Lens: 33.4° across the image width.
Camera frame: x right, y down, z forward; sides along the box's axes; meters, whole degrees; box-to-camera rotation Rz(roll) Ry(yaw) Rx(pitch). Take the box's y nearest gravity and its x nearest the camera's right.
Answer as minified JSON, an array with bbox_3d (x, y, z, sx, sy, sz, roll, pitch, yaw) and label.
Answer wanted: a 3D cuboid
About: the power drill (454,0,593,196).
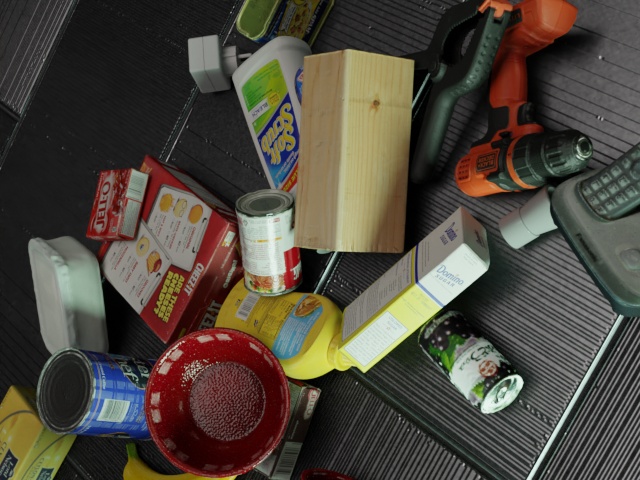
[{"bbox_3d":[0.204,-0.140,1.046,0.185,0.057,0.187,-11,67,61],"label":"power drill"}]

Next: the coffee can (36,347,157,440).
[{"bbox_3d":[-0.258,0.189,1.302,0.103,0.140,0.103,-10,73,36],"label":"coffee can"}]

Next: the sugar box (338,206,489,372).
[{"bbox_3d":[0.096,0.050,1.097,0.176,0.048,0.093,-40,16,22],"label":"sugar box"}]

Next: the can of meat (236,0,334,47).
[{"bbox_3d":[-0.043,-0.276,1.288,0.058,0.083,0.102,35,101,38],"label":"can of meat"}]

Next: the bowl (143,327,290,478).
[{"bbox_3d":[-0.108,0.177,1.170,0.162,0.055,0.162,-1,82,8],"label":"bowl"}]

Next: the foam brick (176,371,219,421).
[{"bbox_3d":[-0.138,0.180,1.242,0.051,0.078,0.053,8,84,11],"label":"foam brick"}]

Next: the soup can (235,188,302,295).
[{"bbox_3d":[-0.058,0.001,1.196,0.069,0.068,0.102,20,126,39],"label":"soup can"}]

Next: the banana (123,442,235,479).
[{"bbox_3d":[-0.176,0.286,1.281,0.198,0.037,0.069,-1,80,38],"label":"banana"}]

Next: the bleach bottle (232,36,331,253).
[{"bbox_3d":[-0.023,-0.106,1.241,0.103,0.067,0.251,-33,66,32],"label":"bleach bottle"}]

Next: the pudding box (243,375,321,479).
[{"bbox_3d":[-0.059,0.203,1.210,0.090,0.039,0.113,21,90,40],"label":"pudding box"}]

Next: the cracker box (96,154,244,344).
[{"bbox_3d":[-0.178,0.013,1.314,0.214,0.072,0.164,37,103,45],"label":"cracker box"}]

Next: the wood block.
[{"bbox_3d":[0.036,-0.092,1.143,0.090,0.090,0.206,5,92,57],"label":"wood block"}]

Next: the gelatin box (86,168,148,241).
[{"bbox_3d":[-0.255,-0.044,1.334,0.073,0.030,0.089,0,74,48],"label":"gelatin box"}]

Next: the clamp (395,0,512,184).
[{"bbox_3d":[0.131,-0.167,1.107,0.210,0.036,0.164,-43,50,52],"label":"clamp"}]

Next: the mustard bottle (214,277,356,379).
[{"bbox_3d":[-0.027,0.102,1.194,0.192,0.058,0.096,18,69,39],"label":"mustard bottle"}]
